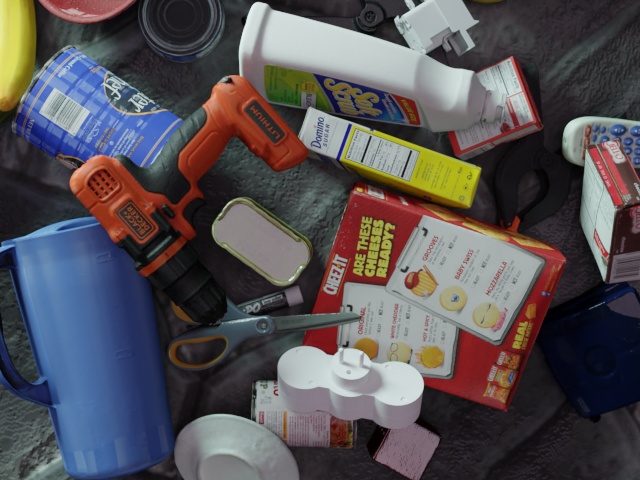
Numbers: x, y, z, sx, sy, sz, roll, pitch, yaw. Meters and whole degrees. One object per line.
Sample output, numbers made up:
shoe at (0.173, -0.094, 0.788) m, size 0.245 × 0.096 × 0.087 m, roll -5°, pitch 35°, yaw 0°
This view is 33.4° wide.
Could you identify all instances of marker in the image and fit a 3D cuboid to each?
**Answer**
marker at (-0.077, 0.072, 1.077) m, size 0.121 × 0.020 × 0.020 m, roll -18°, pitch 91°, yaw -1°

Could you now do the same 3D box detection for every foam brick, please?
foam brick at (0.082, 0.199, 1.054) m, size 0.051 × 0.078 × 0.053 m, roll 28°, pitch 88°, yaw -1°

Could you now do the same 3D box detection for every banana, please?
banana at (-0.301, -0.202, 1.033) m, size 0.037 × 0.069 × 0.198 m, roll -11°, pitch 70°, yaw 9°

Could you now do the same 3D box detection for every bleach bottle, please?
bleach bottle at (0.052, -0.154, 1.014) m, size 0.251 × 0.102 × 0.068 m, roll 12°, pitch 66°, yaw 4°

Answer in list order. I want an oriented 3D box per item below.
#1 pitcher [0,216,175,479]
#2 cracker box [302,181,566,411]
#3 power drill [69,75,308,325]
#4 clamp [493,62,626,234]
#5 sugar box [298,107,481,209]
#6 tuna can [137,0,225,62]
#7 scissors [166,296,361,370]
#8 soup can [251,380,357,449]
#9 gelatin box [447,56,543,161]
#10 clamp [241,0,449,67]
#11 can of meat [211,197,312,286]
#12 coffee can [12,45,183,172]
pitcher at (-0.224, 0.101, 1.018) m, size 0.149 × 0.145 × 0.243 m, roll -10°, pitch 94°, yaw 9°
cracker box at (0.108, 0.053, 1.045) m, size 0.213 × 0.072 × 0.164 m, roll 18°, pitch 103°, yaw -2°
power drill at (-0.102, -0.042, 0.963) m, size 0.187 × 0.057 × 0.184 m, roll -43°, pitch 101°, yaw -14°
clamp at (0.218, -0.090, 1.074) m, size 0.120 × 0.039 × 0.171 m, roll 35°, pitch 86°, yaw -1°
sugar box at (0.064, -0.078, 1.043) m, size 0.176 × 0.093 × 0.048 m, roll 17°, pitch 90°, yaw -1°
tuna can at (-0.139, -0.223, 1.065) m, size 0.086 × 0.034 × 0.086 m, roll 0°, pitch 91°, yaw -2°
scissors at (-0.066, 0.066, 1.035) m, size 0.202 × 0.016 × 0.096 m, roll -22°, pitch 82°, yaw 18°
soup can at (-0.016, 0.172, 1.056) m, size 0.102 × 0.068 × 0.068 m, roll 1°, pitch 90°, yaw -1°
gelatin box at (0.166, -0.129, 1.055) m, size 0.089 × 0.030 × 0.073 m, roll -22°, pitch 74°, yaw 19°
clamp at (0.049, -0.232, 1.068) m, size 0.210 × 0.036 × 0.164 m, roll 31°, pitch 91°, yaw -4°
can of meat at (-0.057, 0.001, 1.045) m, size 0.102 × 0.084 × 0.057 m, roll 35°, pitch 89°, yaw -2°
coffee can at (-0.209, -0.106, 1.030) m, size 0.140 × 0.103 × 0.103 m, roll 34°, pitch 89°, yaw -2°
